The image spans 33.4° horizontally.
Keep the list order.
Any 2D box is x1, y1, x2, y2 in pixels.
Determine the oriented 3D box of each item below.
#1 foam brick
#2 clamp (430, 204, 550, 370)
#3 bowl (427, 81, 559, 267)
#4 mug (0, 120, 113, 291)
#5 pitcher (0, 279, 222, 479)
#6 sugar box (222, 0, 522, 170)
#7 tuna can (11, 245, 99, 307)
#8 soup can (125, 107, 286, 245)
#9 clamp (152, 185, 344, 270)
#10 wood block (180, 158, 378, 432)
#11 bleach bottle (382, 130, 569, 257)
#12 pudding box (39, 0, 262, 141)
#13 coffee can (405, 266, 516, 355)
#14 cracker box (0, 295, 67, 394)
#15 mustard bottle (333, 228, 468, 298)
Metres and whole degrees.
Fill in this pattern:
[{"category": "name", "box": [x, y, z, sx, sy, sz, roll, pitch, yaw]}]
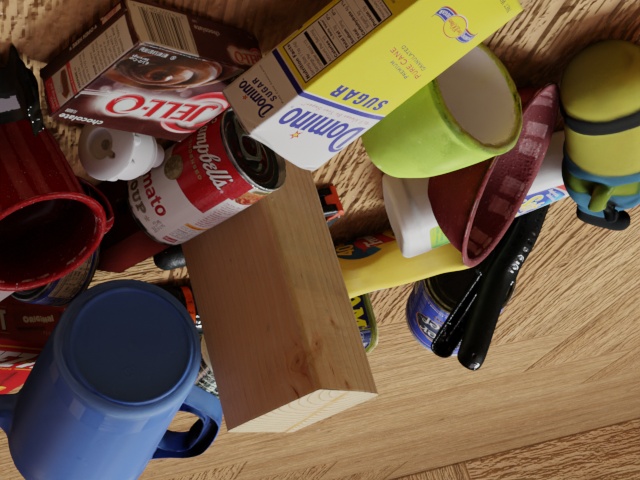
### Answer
[{"category": "foam brick", "box": [-0.155, -0.014, 0.838, 0.078, 0.053, 0.051, -28, 157, 27]}, {"category": "clamp", "box": [0.169, 0.033, 1.052, 0.036, 0.210, 0.165, 28, 170, -3]}, {"category": "bowl", "box": [0.132, -0.062, 0.861, 0.162, 0.055, 0.162, -49, 156, -32]}, {"category": "mug", "box": [-0.191, -0.027, 0.712, 0.117, 0.081, 0.093, -1, 137, -45]}, {"category": "pitcher", "box": [-0.165, 0.125, 0.865, 0.149, 0.145, 0.243, -29, 169, -30]}, {"category": "sugar box", "box": [0.034, -0.118, 0.666, 0.176, 0.048, 0.093, -39, 155, 13]}, {"category": "tuna can", "box": [-0.206, 0.006, 0.805, 0.086, 0.086, 0.033, -30, 154, 33]}, {"category": "soup can", "box": [-0.085, -0.046, 0.787, 0.102, 0.068, 0.068, -28, 157, 29]}, {"category": "clamp", "box": [-0.056, 0.001, 0.975, 0.171, 0.039, 0.120, -19, 166, 7]}, {"category": "wood block", "box": [-0.039, 0.037, 0.838, 0.091, 0.206, 0.090, -28, 157, 26]}, {"category": "bleach bottle", "box": [0.184, -0.059, 0.970, 0.251, 0.068, 0.102, -18, 162, 0]}, {"category": "pudding box", "box": [-0.102, -0.103, 0.665, 0.090, 0.039, 0.113, -31, 156, 34]}, {"category": "coffee can", "box": [0.155, 0.062, 1.199, 0.102, 0.103, 0.140, -13, 159, -8]}, {"category": "cracker box", "box": [-0.347, 0.107, 0.979, 0.214, 0.072, 0.163, -28, 157, 28]}, {"category": "mustard bottle", "box": [0.055, 0.021, 1.060, 0.191, 0.058, 0.096, -16, -166, 2]}]
